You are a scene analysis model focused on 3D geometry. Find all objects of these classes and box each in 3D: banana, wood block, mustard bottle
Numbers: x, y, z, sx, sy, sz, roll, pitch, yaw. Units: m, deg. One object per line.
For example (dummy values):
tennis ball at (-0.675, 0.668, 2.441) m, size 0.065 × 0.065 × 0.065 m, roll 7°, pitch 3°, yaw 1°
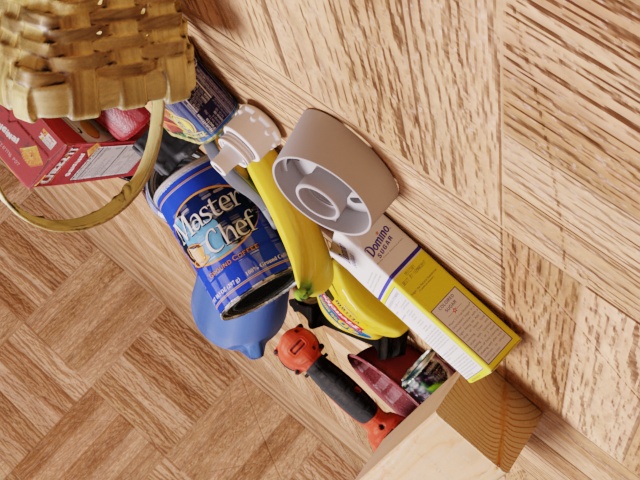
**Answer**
banana at (-0.028, -0.023, 0.950) m, size 0.198 × 0.037 × 0.069 m, roll 66°, pitch -172°, yaw 30°
wood block at (0.121, 0.218, 1.083) m, size 0.090 × 0.090 × 0.206 m, roll 41°, pitch 138°, yaw 4°
mustard bottle at (0.037, 0.058, 1.084) m, size 0.096 × 0.058 × 0.192 m, roll 44°, pitch 168°, yaw -2°

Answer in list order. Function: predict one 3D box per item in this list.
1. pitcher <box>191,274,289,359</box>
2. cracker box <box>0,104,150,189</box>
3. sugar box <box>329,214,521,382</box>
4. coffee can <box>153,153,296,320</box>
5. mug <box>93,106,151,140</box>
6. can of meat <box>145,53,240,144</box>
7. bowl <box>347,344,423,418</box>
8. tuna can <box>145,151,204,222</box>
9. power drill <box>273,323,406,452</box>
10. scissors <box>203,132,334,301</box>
pitcher at (-0.102, 0.046, 1.356) m, size 0.149 × 0.145 × 0.243 m, roll 30°, pitch 163°, yaw 2°
cracker box at (-0.275, -0.137, 1.101) m, size 0.164 × 0.072 × 0.213 m, roll 47°, pitch -161°, yaw 8°
sugar box at (0.086, 0.045, 0.923) m, size 0.176 × 0.048 × 0.093 m, roll 45°, pitch 168°, yaw 7°
coffee can at (-0.088, -0.006, 1.059) m, size 0.140 × 0.102 × 0.103 m, roll 59°, pitch 171°, yaw 11°
mug at (-0.190, -0.157, 1.035) m, size 0.081 × 0.093 × 0.117 m, roll 42°, pitch 132°, yaw -21°
can of meat at (-0.129, -0.136, 0.958) m, size 0.084 × 0.057 × 0.102 m, roll 48°, pitch 167°, yaw -32°
bowl at (0.108, 0.169, 1.244) m, size 0.162 × 0.055 × 0.162 m, roll 40°, pitch 168°, yaw 10°
tuna can at (-0.158, -0.062, 1.226) m, size 0.086 × 0.086 × 0.034 m, roll 42°, pitch 166°, yaw 3°
power drill at (0.023, 0.177, 1.270) m, size 0.188 × 0.057 × 0.184 m, roll 41°, pitch 176°, yaw 6°
scissors at (-0.052, -0.028, 0.995) m, size 0.202 × 0.016 × 0.096 m, roll 59°, pitch -164°, yaw 11°
